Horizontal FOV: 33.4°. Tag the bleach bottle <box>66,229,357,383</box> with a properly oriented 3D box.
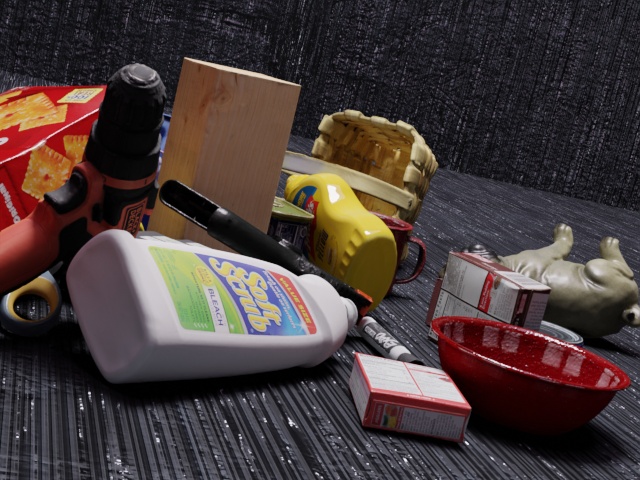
[{"bbox_3d":[-0.061,0.049,0.791,0.250,0.068,0.102,4,55,-52],"label":"bleach bottle"}]

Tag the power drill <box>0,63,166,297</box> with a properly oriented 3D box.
[{"bbox_3d":[-0.185,-0.021,0.706,0.057,0.185,0.187,41,44,22],"label":"power drill"}]

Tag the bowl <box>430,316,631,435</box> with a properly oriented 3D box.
[{"bbox_3d":[0.159,0.111,0.849,0.162,0.055,0.162,13,10,-3],"label":"bowl"}]

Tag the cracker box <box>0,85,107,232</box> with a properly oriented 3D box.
[{"bbox_3d":[-0.262,-0.058,0.849,0.164,0.072,0.213,4,28,33],"label":"cracker box"}]

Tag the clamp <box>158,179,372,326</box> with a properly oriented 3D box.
[{"bbox_3d":[-0.037,0.016,0.914,0.209,0.036,0.165,33,-1,-18],"label":"clamp"}]

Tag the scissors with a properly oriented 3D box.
[{"bbox_3d":[-0.207,0.013,0.815,0.096,0.016,0.201,28,35,13],"label":"scissors"}]

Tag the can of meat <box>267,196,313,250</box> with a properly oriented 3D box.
[{"bbox_3d":[-0.057,0.001,1.090,0.057,0.084,0.102,8,11,-31],"label":"can of meat"}]

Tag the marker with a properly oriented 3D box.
[{"bbox_3d":[0.060,0.093,0.923,0.020,0.020,0.121,10,11,-21],"label":"marker"}]

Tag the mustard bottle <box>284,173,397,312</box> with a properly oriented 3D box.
[{"bbox_3d":[0.010,-0.015,1.103,0.058,0.096,0.192,-6,34,-25],"label":"mustard bottle"}]

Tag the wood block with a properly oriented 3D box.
[{"bbox_3d":[-0.099,-0.061,1.024,0.090,0.206,0.090,7,11,-31],"label":"wood block"}]

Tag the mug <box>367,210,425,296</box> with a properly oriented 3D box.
[{"bbox_3d":[0.060,0.015,1.183,0.117,0.081,0.093,11,10,-13],"label":"mug"}]

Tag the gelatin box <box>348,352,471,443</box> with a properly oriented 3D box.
[{"bbox_3d":[0.062,0.114,0.776,0.073,0.030,0.089,11,10,-8],"label":"gelatin box"}]

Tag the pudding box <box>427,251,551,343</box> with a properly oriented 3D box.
[{"bbox_3d":[0.154,0.068,0.990,0.039,0.090,0.114,6,13,-31],"label":"pudding box"}]
